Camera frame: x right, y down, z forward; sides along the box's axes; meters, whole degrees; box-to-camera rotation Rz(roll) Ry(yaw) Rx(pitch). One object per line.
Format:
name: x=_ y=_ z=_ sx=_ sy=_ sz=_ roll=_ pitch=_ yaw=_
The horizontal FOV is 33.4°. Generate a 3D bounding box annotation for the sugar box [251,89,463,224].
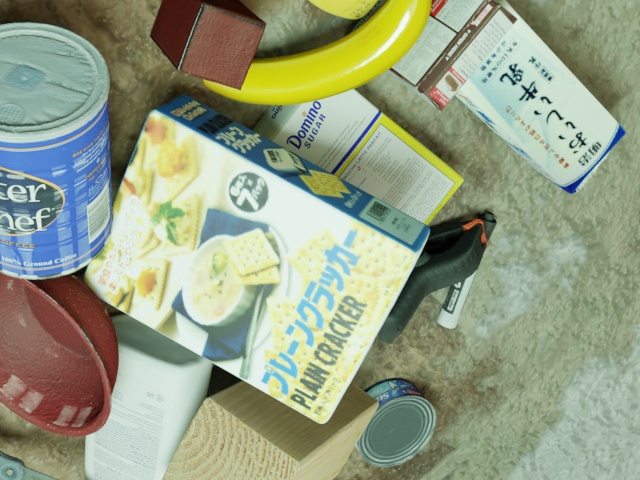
sugar box: x=0.030 y=-0.066 z=0.891 sx=0.176 sy=0.048 sz=0.093 roll=35 pitch=98 yaw=-33

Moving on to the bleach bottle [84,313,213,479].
bleach bottle: x=-0.160 y=0.195 z=0.899 sx=0.068 sy=0.103 sz=0.251 roll=-25 pitch=133 yaw=-60

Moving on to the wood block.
wood block: x=-0.036 y=0.169 z=0.895 sx=0.090 sy=0.091 sz=0.205 roll=-62 pitch=165 yaw=13

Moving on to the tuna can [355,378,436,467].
tuna can: x=0.070 y=0.181 z=1.061 sx=0.086 sy=0.034 sz=0.086 roll=-12 pitch=122 yaw=-20

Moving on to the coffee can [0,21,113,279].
coffee can: x=-0.189 y=-0.057 z=0.704 sx=0.102 sy=0.103 sz=0.140 roll=-14 pitch=144 yaw=-19

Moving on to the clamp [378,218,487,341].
clamp: x=0.073 y=0.027 z=0.948 sx=0.171 sy=0.120 sz=0.039 roll=-31 pitch=128 yaw=-34

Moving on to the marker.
marker: x=0.140 y=0.028 z=1.017 sx=0.020 sy=0.020 sz=0.121 roll=6 pitch=115 yaw=-29

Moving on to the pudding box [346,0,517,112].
pudding box: x=0.082 y=-0.163 z=0.818 sx=0.039 sy=0.114 sz=0.090 roll=32 pitch=101 yaw=-40

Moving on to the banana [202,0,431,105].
banana: x=0.007 y=-0.142 z=0.794 sx=0.198 sy=0.037 sz=0.069 roll=-27 pitch=97 yaw=20

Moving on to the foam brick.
foam brick: x=-0.082 y=-0.150 z=0.765 sx=0.052 sy=0.078 sz=0.051 roll=13 pitch=112 yaw=-30

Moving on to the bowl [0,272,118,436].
bowl: x=-0.208 y=0.070 z=0.809 sx=0.055 sy=0.162 sz=0.162 roll=-48 pitch=139 yaw=-44
